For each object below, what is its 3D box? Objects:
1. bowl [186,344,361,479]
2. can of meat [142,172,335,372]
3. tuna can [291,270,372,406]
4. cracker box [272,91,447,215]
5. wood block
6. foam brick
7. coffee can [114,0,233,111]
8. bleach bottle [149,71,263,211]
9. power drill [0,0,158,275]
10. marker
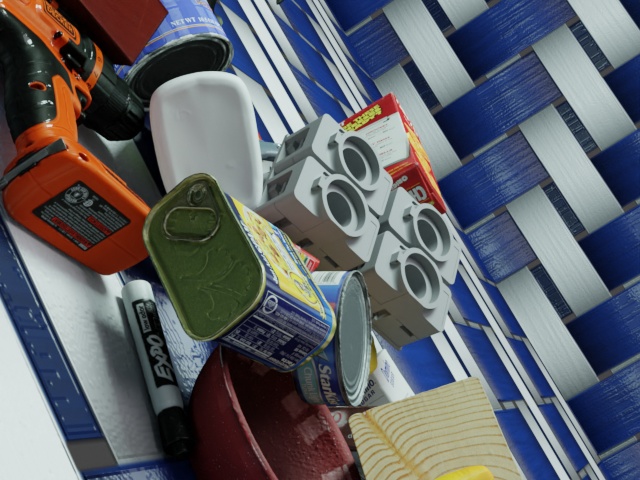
[{"bbox_3d":[-0.033,0.130,0.647,0.162,0.055,0.162,54,13,-18],"label":"bowl"},{"bbox_3d":[-0.045,0.021,0.617,0.083,0.057,0.102,34,20,-51],"label":"can of meat"},{"bbox_3d":[0.007,0.062,0.676,0.086,0.034,0.086,-1,90,-75],"label":"tuna can"},{"bbox_3d":[0.035,-0.058,1.135,0.072,0.164,0.213,56,12,-23],"label":"cracker box"},{"bbox_3d":[0.085,0.191,0.721,0.206,0.090,0.091,74,-2,-53],"label":"wood block"},{"bbox_3d":[-0.154,-0.167,0.739,0.053,0.051,0.078,15,-24,40],"label":"foam brick"},{"bbox_3d":[-0.149,-0.194,0.895,0.140,0.103,0.102,61,13,16],"label":"coffee can"},{"bbox_3d":[-0.097,-0.082,0.809,0.251,0.068,0.102,-135,-145,-73],"label":"bleach bottle"},{"bbox_3d":[-0.156,-0.071,0.675,0.184,0.057,0.188,42,18,-52],"label":"power drill"},{"bbox_3d":[-0.096,0.075,0.627,0.020,0.020,0.121,42,20,-51],"label":"marker"}]
